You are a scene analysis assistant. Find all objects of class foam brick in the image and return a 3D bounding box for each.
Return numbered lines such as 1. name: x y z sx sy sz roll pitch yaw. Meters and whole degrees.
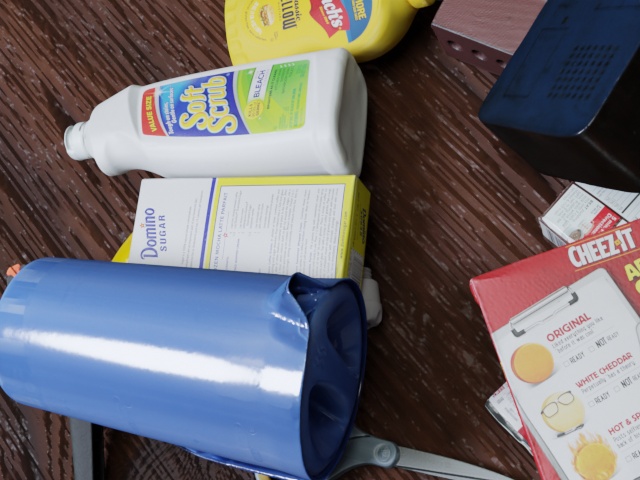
1. foam brick: 0.133 -0.162 0.815 0.078 0.053 0.051 27 84 27

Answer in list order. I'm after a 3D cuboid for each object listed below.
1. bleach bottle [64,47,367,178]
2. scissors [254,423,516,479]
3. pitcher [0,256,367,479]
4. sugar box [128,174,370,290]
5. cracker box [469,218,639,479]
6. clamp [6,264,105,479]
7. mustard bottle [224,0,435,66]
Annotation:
1. bleach bottle: -0.091 -0.086 0.845 0.251 0.068 0.102 -6 59 21
2. scissors: 0.033 0.168 0.768 0.202 0.016 0.096 26 86 27
3. pitcher: -0.095 0.086 0.738 0.243 0.144 0.149 7 87 20
4. sugar box: -0.055 0.001 0.801 0.176 0.048 0.093 0 72 22
5. cracker box: 0.201 0.099 0.622 0.164 0.072 0.214 -20 72 7
6. clamp: -0.181 0.109 0.836 0.210 0.036 0.164 44 94 8
7. mustard bottle: 0.016 -0.186 0.847 0.192 0.058 0.096 -11 78 29
